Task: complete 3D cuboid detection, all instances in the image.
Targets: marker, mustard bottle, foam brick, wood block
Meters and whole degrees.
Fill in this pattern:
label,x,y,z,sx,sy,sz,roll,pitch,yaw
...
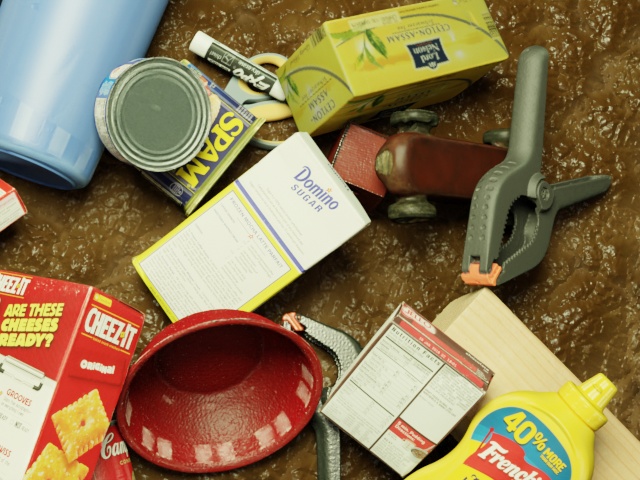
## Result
label,x,y,z,sx,sy,sz,roll,pitch,yaw
marker,-0.056,-0.142,0.920,0.121,0.020,0.020,29,74,-4
mustard bottle,0.146,0.170,0.799,0.192,0.058,0.096,-44,68,8
foam brick,0.031,-0.059,0.907,0.053,0.078,0.051,22,75,-4
wood block,0.167,0.146,0.885,0.206,0.091,0.090,45,74,1

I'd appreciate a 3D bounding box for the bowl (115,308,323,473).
label,x,y,z,sx,sy,sz,roll,pitch,yaw
bowl,-0.082,0.107,0.835,0.162,0.162,0.055,-7,38,-13

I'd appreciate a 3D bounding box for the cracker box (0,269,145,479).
label,x,y,z,sx,sy,sz,roll,pitch,yaw
cracker box,-0.235,0.133,0.775,0.164,0.072,0.213,7,72,34

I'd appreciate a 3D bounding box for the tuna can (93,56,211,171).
label,x,y,z,sx,sy,sz,roll,pitch,yaw
tuna can,-0.129,-0.097,0.816,0.086,0.034,0.086,-6,101,-31

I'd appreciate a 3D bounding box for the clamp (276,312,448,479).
label,x,y,z,sx,sy,sz,roll,pitch,yaw
clamp,0.027,0.131,0.886,0.120,0.039,0.171,-22,83,-16

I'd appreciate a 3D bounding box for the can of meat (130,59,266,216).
label,x,y,z,sx,sy,sz,roll,pitch,yaw
can of meat,-0.109,-0.085,0.881,0.084,0.057,0.102,39,82,-5

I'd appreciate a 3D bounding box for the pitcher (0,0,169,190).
label,x,y,z,sx,sy,sz,roll,pitch,yaw
pitcher,-0.208,-0.172,0.866,0.144,0.149,0.243,23,78,-22

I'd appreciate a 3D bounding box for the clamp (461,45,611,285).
label,x,y,z,sx,sy,sz,roll,pitch,yaw
clamp,0.182,-0.037,0.906,0.164,0.036,0.209,46,59,-34

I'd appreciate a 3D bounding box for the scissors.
label,x,y,z,sx,sy,sz,roll,pitch,yaw
scissors,-0.101,-0.120,0.925,0.201,0.016,0.096,2,76,-11

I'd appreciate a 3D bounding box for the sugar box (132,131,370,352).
label,x,y,z,sx,sy,sz,roll,pitch,yaw
sugar box,-0.055,0.001,0.857,0.176,0.048,0.093,-36,88,9

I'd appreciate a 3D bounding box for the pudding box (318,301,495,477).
label,x,y,z,sx,sy,sz,roll,pitch,yaw
pudding box,0.065,0.116,0.822,0.090,0.039,0.114,38,119,4
